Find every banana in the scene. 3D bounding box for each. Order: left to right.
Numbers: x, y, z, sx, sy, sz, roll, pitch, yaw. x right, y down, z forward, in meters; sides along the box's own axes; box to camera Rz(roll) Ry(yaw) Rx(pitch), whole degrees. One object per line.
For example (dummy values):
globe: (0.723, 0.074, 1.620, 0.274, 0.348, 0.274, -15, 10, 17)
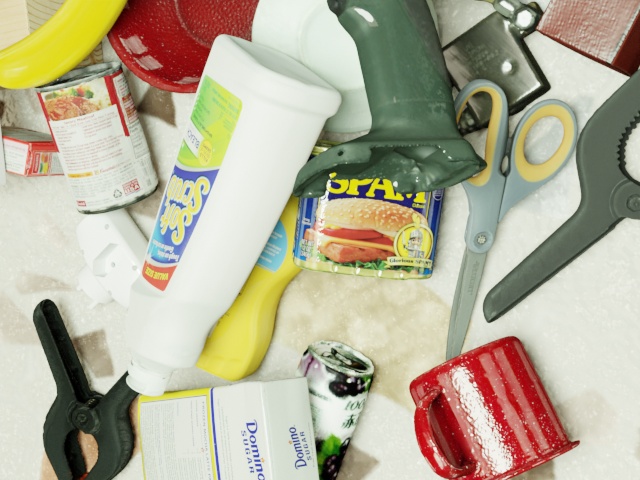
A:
banana: (-0.175, -0.175, 0.764, 0.198, 0.069, 0.037, -48, 29, 2)

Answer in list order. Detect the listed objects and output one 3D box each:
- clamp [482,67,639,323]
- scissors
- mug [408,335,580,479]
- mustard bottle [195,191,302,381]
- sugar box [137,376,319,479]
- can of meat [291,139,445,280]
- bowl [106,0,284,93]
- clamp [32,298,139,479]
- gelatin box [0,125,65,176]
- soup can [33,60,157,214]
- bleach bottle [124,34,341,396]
clamp: (0.191, -0.020, 0.676, 0.165, 0.036, 0.210, 8, 96, 23)
scissors: (0.125, -0.012, 0.715, 0.096, 0.016, 0.202, -9, 115, -6)
mug: (0.101, 0.116, 0.691, 0.093, 0.117, 0.081, -36, 73, 43)
mustard bottle: (-0.055, 0.001, 0.786, 0.096, 0.058, 0.192, 31, 107, 19)
sugar box: (-0.070, 0.151, 0.771, 0.177, 0.048, 0.093, -14, 80, 49)
can of meat: (0.033, -0.021, 0.727, 0.102, 0.057, 0.084, 6, 101, -6)
bowl: (-0.084, -0.188, 0.788, 0.162, 0.055, 0.162, 2, 95, 26)
clamp: (-0.194, 0.131, 0.871, 0.120, 0.039, 0.171, 24, 105, 18)
gelatin box: (-0.246, -0.073, 0.866, 0.089, 0.073, 0.030, 14, 100, 24)
soup can: (-0.170, -0.079, 0.817, 0.069, 0.068, 0.102, -5, 111, 26)
bleach bottle: (-0.074, -0.004, 0.715, 0.103, 0.068, 0.251, 45, 117, 52)
